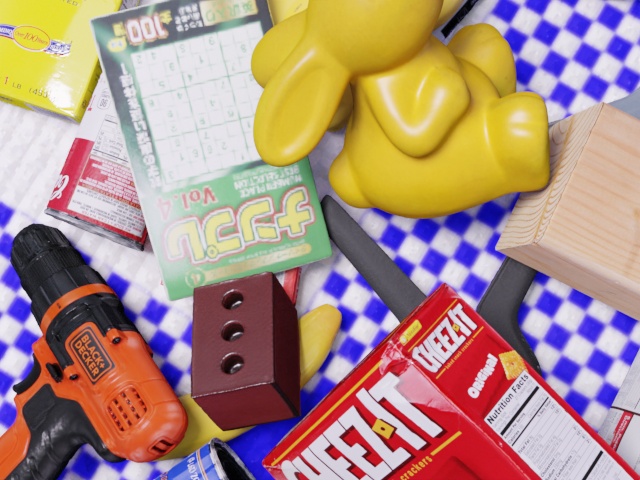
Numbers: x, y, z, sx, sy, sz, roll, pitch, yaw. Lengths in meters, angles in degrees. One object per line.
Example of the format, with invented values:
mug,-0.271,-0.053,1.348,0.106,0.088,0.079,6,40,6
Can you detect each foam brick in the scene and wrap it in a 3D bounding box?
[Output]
foam brick,-0.044,0.066,0.641,0.053,0.051,0.078,-13,53,12

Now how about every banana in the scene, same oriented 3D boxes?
banana,-0.075,0.098,0.684,0.198,0.037,0.069,-16,83,1

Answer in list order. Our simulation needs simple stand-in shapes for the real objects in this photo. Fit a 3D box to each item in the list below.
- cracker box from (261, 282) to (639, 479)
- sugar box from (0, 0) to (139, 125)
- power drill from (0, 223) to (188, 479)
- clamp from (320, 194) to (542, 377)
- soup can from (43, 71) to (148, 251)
cracker box,0.088,0.155,0.607,0.214,0.164,0.072,45,45,6
sugar box,-0.169,-0.172,0.715,0.093,0.048,0.176,18,86,5
power drill,-0.193,0.101,0.666,0.187,0.057,0.185,-42,60,4
clamp,0.079,0.058,0.680,0.164,0.036,0.210,1,84,2
soup can,-0.127,-0.052,0.688,0.068,0.068,0.102,21,85,5
